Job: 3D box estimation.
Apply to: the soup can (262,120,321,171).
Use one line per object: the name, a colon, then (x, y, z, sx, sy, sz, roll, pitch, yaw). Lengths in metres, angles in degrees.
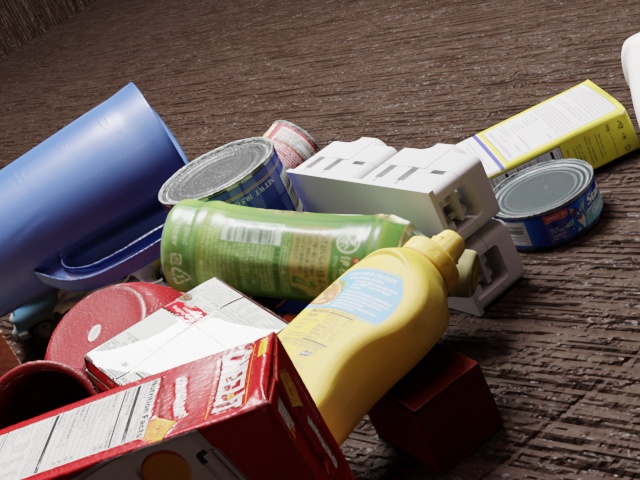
soup can: (-0.052, -0.062, 1.075, 0.069, 0.068, 0.102, 7, 51, 52)

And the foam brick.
foam brick: (0.065, 0.099, 0.664, 0.053, 0.051, 0.078, -33, 25, -19)

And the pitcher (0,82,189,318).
pitcher: (-0.229, -0.021, 0.959, 0.242, 0.145, 0.149, -33, 8, -7)

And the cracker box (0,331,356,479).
cracker box: (-0.086, 0.157, 0.555, 0.214, 0.164, 0.072, -21, 26, 12)

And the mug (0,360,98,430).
mug: (-0.173, 0.120, 0.753, 0.117, 0.093, 0.081, -58, -11, 1)

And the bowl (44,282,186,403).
bowl: (-0.163, 0.089, 0.847, 0.162, 0.055, 0.162, -18, 45, 19)

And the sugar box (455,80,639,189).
sugar box: (0.172, -0.071, 0.916, 0.176, 0.048, 0.093, -28, 23, 5)

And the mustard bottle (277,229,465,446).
mustard bottle: (0.021, 0.059, 0.646, 0.191, 0.058, 0.096, -43, 23, -22)

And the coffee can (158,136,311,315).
coffee can: (-0.056, 0.001, 0.876, 0.103, 0.140, 0.103, -21, 24, 10)

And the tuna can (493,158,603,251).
tuna can: (0.176, -0.028, 0.835, 0.086, 0.033, 0.086, -22, 24, 10)

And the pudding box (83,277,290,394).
pudding box: (-0.082, 0.078, 0.693, 0.113, 0.039, 0.090, -33, 41, -27)
